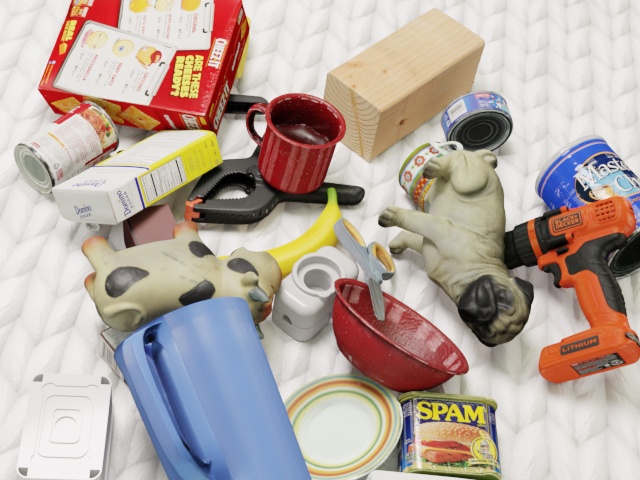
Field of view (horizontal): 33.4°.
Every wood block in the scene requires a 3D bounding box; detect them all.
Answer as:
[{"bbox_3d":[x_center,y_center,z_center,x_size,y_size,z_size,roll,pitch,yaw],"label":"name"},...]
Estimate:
[{"bbox_3d":[0.105,-0.200,1.352,0.090,0.091,0.205,39,55,22],"label":"wood block"}]

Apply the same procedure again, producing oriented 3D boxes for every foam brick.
[{"bbox_3d":[-0.179,0.008,1.159,0.051,0.053,0.078,-15,55,-20],"label":"foam brick"}]

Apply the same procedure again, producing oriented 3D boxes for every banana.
[{"bbox_3d":[-0.043,0.012,1.185,0.197,0.037,0.070,-30,61,-26],"label":"banana"}]

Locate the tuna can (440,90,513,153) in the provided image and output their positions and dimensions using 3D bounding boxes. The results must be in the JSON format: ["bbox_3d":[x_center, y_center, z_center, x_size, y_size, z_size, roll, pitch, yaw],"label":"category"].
[{"bbox_3d":[0.194,-0.144,1.322,0.086,0.086,0.034,-3,52,-11],"label":"tuna can"}]

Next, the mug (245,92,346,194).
[{"bbox_3d":[-0.035,-0.113,1.216,0.117,0.082,0.093,29,46,10],"label":"mug"}]

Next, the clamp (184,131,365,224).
[{"bbox_3d":[-0.074,-0.077,1.256,0.209,0.036,0.165,-19,55,-27],"label":"clamp"}]

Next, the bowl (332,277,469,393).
[{"bbox_3d":[0.069,0.105,1.082,0.162,0.055,0.162,31,13,-8],"label":"bowl"}]

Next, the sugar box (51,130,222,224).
[{"bbox_3d":[-0.200,-0.072,1.185,0.094,0.048,0.175,5,31,38],"label":"sugar box"}]

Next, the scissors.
[{"bbox_3d":[0.042,0.025,1.121,0.096,0.016,0.201,44,15,-1],"label":"scissors"}]

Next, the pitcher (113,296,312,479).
[{"bbox_3d":[-0.088,0.180,0.945,0.149,0.145,0.243,-14,68,-28],"label":"pitcher"}]

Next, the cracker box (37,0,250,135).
[{"bbox_3d":[-0.209,-0.220,1.286,0.214,0.072,0.164,11,69,12],"label":"cracker box"}]

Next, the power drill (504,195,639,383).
[{"bbox_3d":[0.260,0.054,1.150,0.185,0.057,0.187,-20,58,27],"label":"power drill"}]

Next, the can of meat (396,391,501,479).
[{"bbox_3d":[0.124,0.200,1.041,0.102,0.057,0.084,5,52,-5],"label":"can of meat"}]

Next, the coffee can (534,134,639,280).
[{"bbox_3d":[0.332,-0.039,1.243,0.102,0.103,0.140,-18,55,-22],"label":"coffee can"}]

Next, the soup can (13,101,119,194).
[{"bbox_3d":[-0.292,-0.106,1.227,0.068,0.068,0.102,35,54,20],"label":"soup can"}]

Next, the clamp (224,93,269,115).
[{"bbox_3d":[-0.150,-0.170,1.321,0.172,0.039,0.120,39,55,20],"label":"clamp"}]
